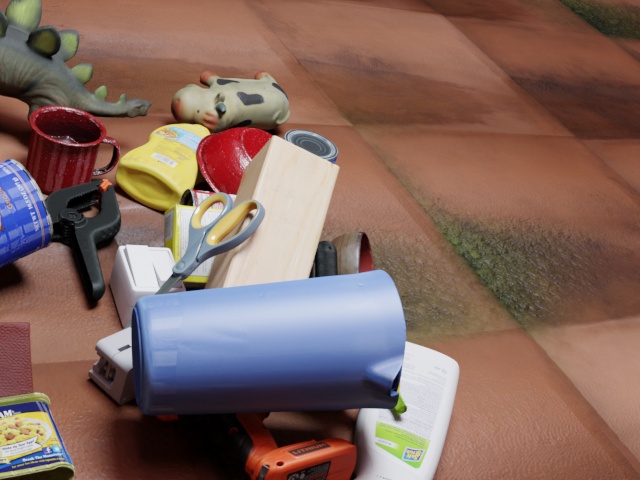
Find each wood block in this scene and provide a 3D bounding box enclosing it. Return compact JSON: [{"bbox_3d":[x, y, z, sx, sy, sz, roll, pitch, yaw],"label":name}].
[{"bbox_3d":[-0.057,0.002,1.193,0.090,0.091,0.206,24,60,-15],"label":"wood block"}]

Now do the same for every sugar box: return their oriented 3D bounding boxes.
[{"bbox_3d":[-0.095,0.012,1.258,0.176,0.048,0.093,6,75,-27],"label":"sugar box"}]

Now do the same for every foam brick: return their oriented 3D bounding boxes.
[{"bbox_3d":[-0.295,0.120,0.979,0.052,0.051,0.078,3,62,-26],"label":"foam brick"}]

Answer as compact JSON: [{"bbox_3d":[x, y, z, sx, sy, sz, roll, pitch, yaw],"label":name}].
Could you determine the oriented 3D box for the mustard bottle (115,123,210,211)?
[{"bbox_3d":[-0.190,-0.109,1.415,0.096,0.058,0.191,25,32,4],"label":"mustard bottle"}]

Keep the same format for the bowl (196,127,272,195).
[{"bbox_3d":[-0.083,-0.097,1.413,0.162,0.055,0.162,30,34,-23],"label":"bowl"}]

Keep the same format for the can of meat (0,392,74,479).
[{"bbox_3d":[-0.271,0.185,0.917,0.101,0.057,0.084,-4,41,-34],"label":"can of meat"}]

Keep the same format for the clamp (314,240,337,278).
[{"bbox_3d":[0.007,0.087,1.176,0.039,0.120,0.171,-3,42,-22],"label":"clamp"}]

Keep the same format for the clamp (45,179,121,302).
[{"bbox_3d":[-0.299,-0.015,1.228,0.164,0.036,0.210,18,33,-2],"label":"clamp"}]

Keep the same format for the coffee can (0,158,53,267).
[{"bbox_3d":[-0.362,-0.012,1.092,0.140,0.103,0.103,-28,54,-33],"label":"coffee can"}]

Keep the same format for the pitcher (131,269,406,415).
[{"bbox_3d":[-0.052,0.095,0.998,0.242,0.149,0.145,-2,73,-15],"label":"pitcher"}]

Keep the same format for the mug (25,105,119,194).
[{"bbox_3d":[-0.307,-0.108,1.323,0.117,0.082,0.093,2,36,-28],"label":"mug"}]

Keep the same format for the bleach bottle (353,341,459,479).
[{"bbox_3d":[0.072,0.203,1.083,0.102,0.068,0.250,16,34,9],"label":"bleach bottle"}]

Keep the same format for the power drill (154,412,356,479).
[{"bbox_3d":[-0.050,0.175,1.043,0.184,0.057,0.188,-12,34,-37],"label":"power drill"}]

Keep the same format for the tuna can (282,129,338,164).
[{"bbox_3d":[-0.018,-0.128,1.569,0.086,0.034,0.086,15,32,-10],"label":"tuna can"}]

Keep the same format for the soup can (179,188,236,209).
[{"bbox_3d":[-0.119,-0.025,1.317,0.102,0.069,0.068,6,34,-23],"label":"soup can"}]

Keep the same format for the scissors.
[{"bbox_3d":[-0.148,0.017,1.132,0.201,0.016,0.096,-38,42,-5],"label":"scissors"}]
